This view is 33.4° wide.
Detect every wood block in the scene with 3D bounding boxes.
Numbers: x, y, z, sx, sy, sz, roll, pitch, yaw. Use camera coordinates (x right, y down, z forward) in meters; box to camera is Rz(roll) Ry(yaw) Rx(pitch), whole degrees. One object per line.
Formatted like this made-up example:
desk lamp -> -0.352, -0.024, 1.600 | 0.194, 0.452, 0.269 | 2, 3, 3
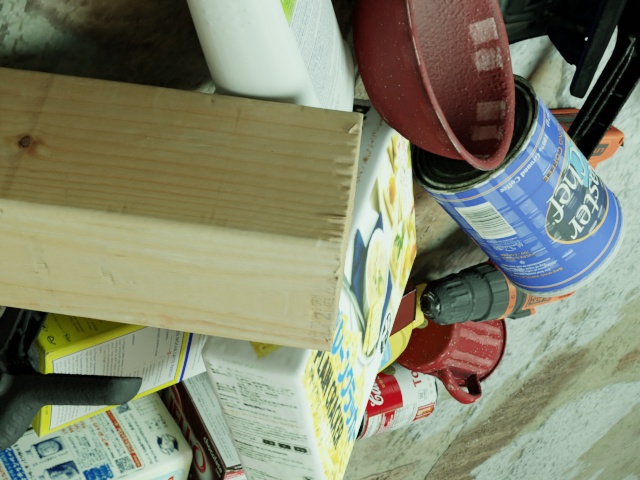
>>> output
wood block -> -0.088, -0.017, 0.533 | 0.206, 0.090, 0.090 | 8, 143, 3

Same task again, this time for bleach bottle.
bleach bottle -> -0.032, -0.130, 0.522 | 0.068, 0.102, 0.251 | 0, 153, 10

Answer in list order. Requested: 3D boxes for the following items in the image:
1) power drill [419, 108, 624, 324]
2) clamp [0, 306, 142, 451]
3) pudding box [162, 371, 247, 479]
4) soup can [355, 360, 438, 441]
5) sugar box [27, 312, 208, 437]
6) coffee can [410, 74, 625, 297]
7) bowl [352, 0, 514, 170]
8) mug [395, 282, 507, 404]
power drill -> 0.173, -0.017, 0.910 | 0.184, 0.057, 0.188 | -10, 127, -39
clamp -> -0.192, 0.070, 0.664 | 0.172, 0.120, 0.039 | -26, 156, 21
pudding box -> -0.090, 0.159, 0.848 | 0.039, 0.114, 0.090 | -15, 142, -28
soup can -> 0.056, 0.152, 1.034 | 0.102, 0.068, 0.069 | -9, 138, -40
sugar box -> -0.125, 0.068, 0.760 | 0.175, 0.048, 0.093 | -21, 145, -33
coffee can -> 0.143, -0.038, 0.771 | 0.103, 0.103, 0.140 | -43, 127, 7
bowl -> 0.065, -0.117, 0.650 | 0.055, 0.162, 0.161 | -11, 161, 29
mug -> 0.115, 0.096, 0.981 | 0.093, 0.117, 0.081 | -31, 150, 29
